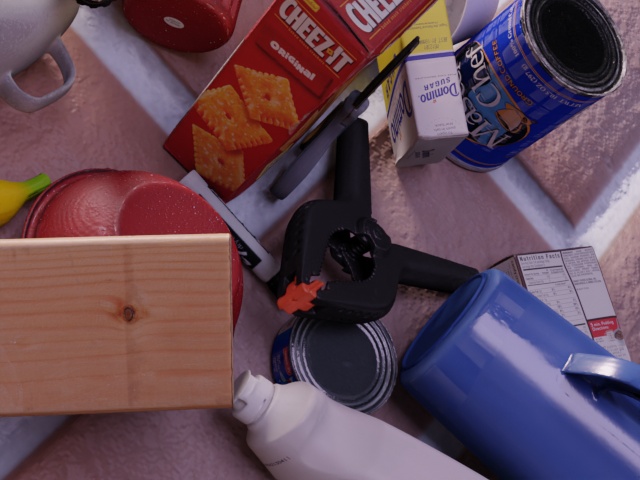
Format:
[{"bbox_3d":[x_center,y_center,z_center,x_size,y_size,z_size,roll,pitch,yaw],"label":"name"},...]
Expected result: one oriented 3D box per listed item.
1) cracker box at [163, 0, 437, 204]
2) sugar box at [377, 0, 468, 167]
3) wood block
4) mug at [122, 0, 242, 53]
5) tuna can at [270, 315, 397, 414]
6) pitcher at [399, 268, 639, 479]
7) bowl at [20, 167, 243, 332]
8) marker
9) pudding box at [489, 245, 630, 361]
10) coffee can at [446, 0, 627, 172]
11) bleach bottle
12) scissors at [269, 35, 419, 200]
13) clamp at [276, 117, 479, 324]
[{"bbox_3d":[0.001,-0.133,0.720,0.072,0.214,0.164,45,54,-6],"label":"cracker box"},{"bbox_3d":[0.070,-0.152,0.827,0.048,0.093,0.176,-6,82,-8],"label":"sugar box"},{"bbox_3d":[-0.150,0.044,0.569,0.206,0.090,0.091,-1,90,-4],"label":"wood block"},{"bbox_3d":[-0.093,-0.194,0.757,0.093,0.117,0.081,11,67,0],"label":"mug"},{"bbox_3d":[0.009,0.085,0.743,0.086,0.034,0.086,12,63,-26],"label":"tuna can"},{"bbox_3d":[0.182,0.129,0.745,0.243,0.149,0.145,40,12,-2],"label":"pitcher"},{"bbox_3d":[-0.103,0.015,0.670,0.161,0.055,0.162,25,50,-33],"label":"bowl"},{"bbox_3d":[-0.055,0.001,0.750,0.121,0.020,0.020,48,54,-4],"label":"marker"},{"bbox_3d":[0.194,0.063,0.861,0.089,0.039,0.113,-5,70,-31],"label":"pudding box"},{"bbox_3d":[0.159,-0.130,0.860,0.102,0.141,0.103,12,64,-26],"label":"coffee can"},{"bbox_3d":[0.050,0.161,0.690,0.250,0.103,0.068,36,52,-14],"label":"bleach bottle"},{"bbox_3d":[0.010,-0.075,0.724,0.016,0.202,0.096,38,78,-6],"label":"scissors"},{"bbox_3d":[0.025,-0.006,0.764,0.164,0.036,0.209,56,35,6],"label":"clamp"}]
